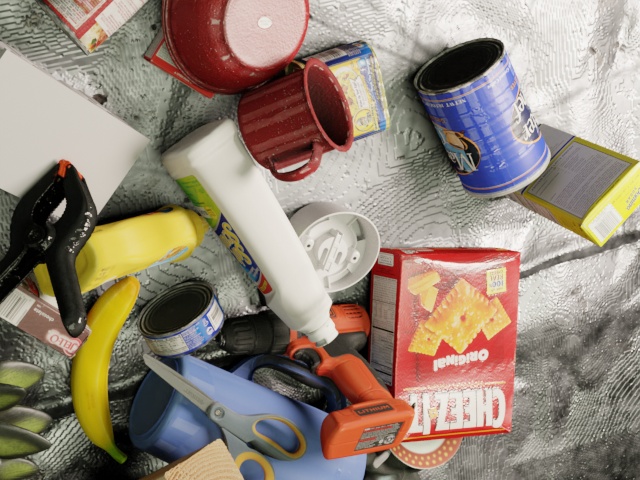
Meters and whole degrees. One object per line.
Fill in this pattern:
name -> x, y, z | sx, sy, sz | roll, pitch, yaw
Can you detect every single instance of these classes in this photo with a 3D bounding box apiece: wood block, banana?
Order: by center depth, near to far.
wood block -> -0.169, 0.284, 1.057 | 0.090, 0.206, 0.091 | -24, 83, -55
banana -> -0.221, 0.127, 1.091 | 0.070, 0.037, 0.198 | 7, 103, 9

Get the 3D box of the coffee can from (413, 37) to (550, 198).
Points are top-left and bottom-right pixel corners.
coffee can -> 0.175, -0.131, 1.145 | 0.102, 0.103, 0.140 | -35, 119, -9

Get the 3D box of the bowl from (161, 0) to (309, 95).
bowl -> -0.065, -0.210, 0.996 | 0.161, 0.055, 0.162 | -16, 118, -33

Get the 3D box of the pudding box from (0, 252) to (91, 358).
pudding box -> -0.280, 0.057, 1.019 | 0.113, 0.090, 0.039 | 40, 88, -30

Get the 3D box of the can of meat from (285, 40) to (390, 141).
can of meat -> 0.018, -0.147, 1.096 | 0.083, 0.057, 0.102 | -21, 116, -18

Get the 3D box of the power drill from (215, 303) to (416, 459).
power drill -> 0.000, 0.139, 1.118 | 0.184, 0.188, 0.057 | -5, 133, -30

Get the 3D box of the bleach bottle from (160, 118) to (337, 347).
bleach bottle -> -0.057, 0.001, 1.062 | 0.068, 0.103, 0.251 | -39, 106, -20

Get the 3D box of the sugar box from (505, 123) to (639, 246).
sugar box -> 0.274, -0.065, 1.172 | 0.093, 0.176, 0.048 | -46, 118, -2

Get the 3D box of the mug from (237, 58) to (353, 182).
mug -> -0.025, -0.105, 1.011 | 0.082, 0.117, 0.093 | -18, 147, 25

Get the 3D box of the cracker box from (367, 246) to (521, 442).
cracker box -> 0.141, 0.115, 1.213 | 0.164, 0.072, 0.214 | 0, 94, -26

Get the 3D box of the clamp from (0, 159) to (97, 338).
clamp -> -0.229, 0.010, 0.912 | 0.039, 0.120, 0.171 | 67, 39, -61

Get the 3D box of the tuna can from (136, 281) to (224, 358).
tuna can -> -0.142, 0.081, 1.092 | 0.086, 0.086, 0.033 | -31, 120, -11

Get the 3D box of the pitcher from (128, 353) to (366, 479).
pitcher -> -0.076, 0.205, 1.154 | 0.242, 0.149, 0.145 | 31, 110, -27

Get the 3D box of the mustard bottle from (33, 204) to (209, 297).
mustard bottle -> -0.176, 0.003, 1.031 | 0.191, 0.096, 0.058 | -19, 87, -52

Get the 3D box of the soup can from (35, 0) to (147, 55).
soup can -> -0.197, -0.226, 0.963 | 0.102, 0.069, 0.068 | -44, 120, -4

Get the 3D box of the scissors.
scissors -> -0.105, 0.191, 1.059 | 0.201, 0.016, 0.096 | 25, 81, -24

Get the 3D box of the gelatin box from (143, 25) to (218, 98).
gelatin box -> -0.117, -0.194, 1.033 | 0.073, 0.030, 0.089 | 30, 92, -30
